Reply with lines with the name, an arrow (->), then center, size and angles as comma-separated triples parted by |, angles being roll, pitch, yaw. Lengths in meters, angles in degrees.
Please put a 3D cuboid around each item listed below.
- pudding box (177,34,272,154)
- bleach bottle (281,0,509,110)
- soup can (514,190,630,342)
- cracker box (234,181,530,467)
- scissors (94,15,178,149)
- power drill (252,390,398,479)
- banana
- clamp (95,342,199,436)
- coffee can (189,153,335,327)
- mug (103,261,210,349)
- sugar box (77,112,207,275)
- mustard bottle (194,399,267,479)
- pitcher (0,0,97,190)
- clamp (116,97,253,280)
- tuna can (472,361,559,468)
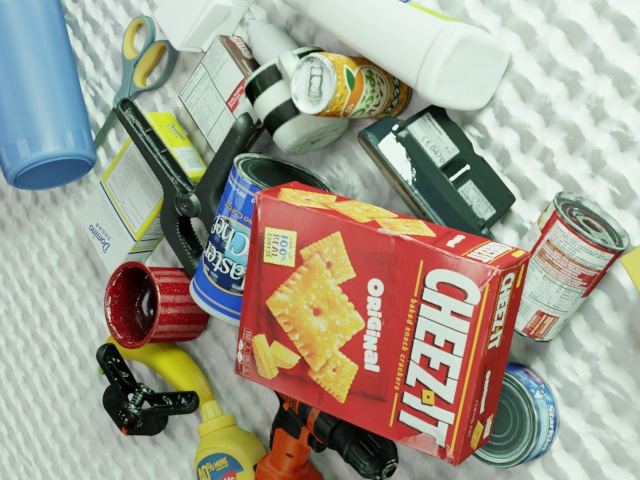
pudding box -> -0.089, -0.141, 1.092 | 0.090, 0.039, 0.113 | -51, 59, 34
bleach bottle -> 0.039, -0.195, 0.928 | 0.251, 0.102, 0.068 | 36, 110, 34
soup can -> 0.183, 0.022, 0.834 | 0.069, 0.068, 0.102 | 49, 123, 29
cracker box -> 0.040, 0.061, 0.843 | 0.214, 0.072, 0.164 | 19, 110, 28
scissors -> -0.231, -0.181, 1.233 | 0.202, 0.016, 0.096 | -33, 69, 38
power drill -> -0.002, 0.193, 0.976 | 0.185, 0.057, 0.188 | 45, 141, 37
banana -> -0.187, 0.136, 1.202 | 0.198, 0.037, 0.069 | 12, 119, 43
clamp -> -0.207, 0.169, 1.171 | 0.120, 0.039, 0.172 | 40, 144, -4
coffee can -> -0.057, 0.001, 1.027 | 0.103, 0.102, 0.140 | 37, 116, 35
mug -> -0.180, 0.074, 1.153 | 0.117, 0.081, 0.093 | -33, 67, 36
sugar box -> -0.201, -0.050, 1.194 | 0.176, 0.048, 0.093 | -50, 63, 36
mustard bottle -> -0.083, 0.256, 1.097 | 0.096, 0.058, 0.192 | -37, 68, 42
pitcher -> -0.347, -0.184, 1.266 | 0.145, 0.149, 0.243 | -26, 75, 27
clamp -> -0.121, -0.046, 1.088 | 0.165, 0.036, 0.210 | 4, 117, 34
tuna can -> 0.153, 0.146, 0.892 | 0.086, 0.033, 0.086 | 3, 95, 42
